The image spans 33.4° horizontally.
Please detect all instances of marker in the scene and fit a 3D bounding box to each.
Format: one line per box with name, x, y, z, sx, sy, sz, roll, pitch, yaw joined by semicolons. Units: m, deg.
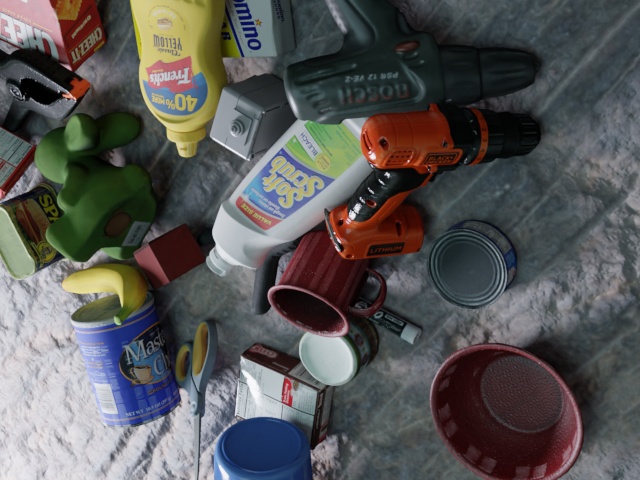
marker;0.053;0.076;1.157;0.121;0.020;0.020;28;121;19

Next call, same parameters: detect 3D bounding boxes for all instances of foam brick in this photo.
foam brick;-0.174;0.019;1.234;0.051;0.053;0.078;61;156;-3

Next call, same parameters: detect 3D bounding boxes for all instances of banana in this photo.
banana;-0.255;0.054;1.294;0.198;0.069;0.037;15;127;58

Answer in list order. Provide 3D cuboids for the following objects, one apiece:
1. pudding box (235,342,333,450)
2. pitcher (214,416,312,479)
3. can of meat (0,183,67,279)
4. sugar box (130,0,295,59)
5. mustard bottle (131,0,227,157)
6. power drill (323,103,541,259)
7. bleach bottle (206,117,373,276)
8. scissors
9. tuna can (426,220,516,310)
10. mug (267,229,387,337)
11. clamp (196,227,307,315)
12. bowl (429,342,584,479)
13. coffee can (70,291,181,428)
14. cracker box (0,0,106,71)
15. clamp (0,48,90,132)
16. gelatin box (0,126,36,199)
pudding box;-0.043;0.182;1.248;0.114;0.039;0.090;21;121;25
pitcher;-0.077;0.328;1.243;0.145;0.149;0.243;27;130;37
can of meat;-0.361;-0.011;1.332;0.058;0.083;0.102;-23;96;36
sugar box;-0.116;-0.238;1.114;0.176;0.048;0.093;4;112;31
mustard bottle;-0.142;-0.177;1.095;0.096;0.058;0.192;12;121;22
power drill;0.097;-0.057;1.012;0.188;0.184;0.057;-59;42;49
bleach bottle;-0.026;-0.047;1.093;0.251;0.068;0.102;-45;73;24
scissors;-0.153;0.194;1.263;0.096;0.016;0.201;-23;55;53
tuna can;0.151;0.024;1.067;0.086;0.033;0.086;12;115;27
mug;0.014;0.045;1.114;0.117;0.081;0.093;12;148;26
clamp;-0.058;0.001;1.180;0.172;0.039;0.120;-40;85;36
bowl;0.196;0.168;1.086;0.162;0.055;0.162;12;115;27
coffee can;-0.237;0.145;1.310;0.103;0.102;0.140;-3;108;32
cracker box;-0.334;-0.299;1.151;0.164;0.072;0.214;27;150;20
clamp;-0.348;-0.189;1.226;0.210;0.036;0.164;6;140;43
gelatin box;-0.405;-0.103;1.309;0.089;0.073;0.030;29;154;3
